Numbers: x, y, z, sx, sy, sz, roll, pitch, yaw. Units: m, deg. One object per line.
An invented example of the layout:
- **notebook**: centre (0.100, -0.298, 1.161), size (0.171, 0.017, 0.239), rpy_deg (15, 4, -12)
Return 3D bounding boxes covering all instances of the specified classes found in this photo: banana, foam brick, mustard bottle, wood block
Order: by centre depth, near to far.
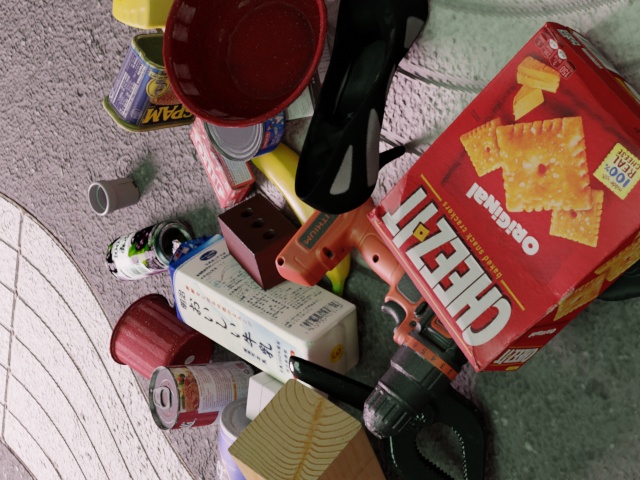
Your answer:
- **wood block**: centre (0.003, 0.233, 0.993), size (0.090, 0.090, 0.206), rpy_deg (28, 154, 34)
- **banana**: centre (-0.021, -0.037, 1.036), size (0.070, 0.037, 0.198), rpy_deg (-40, 75, 43)
- **foam brick**: centre (-0.057, 0.001, 1.050), size (0.078, 0.053, 0.051), rpy_deg (42, 154, 43)
- **mustard bottle**: centre (-0.175, -0.316, 1.078), size (0.096, 0.058, 0.192), rpy_deg (37, 127, 53)

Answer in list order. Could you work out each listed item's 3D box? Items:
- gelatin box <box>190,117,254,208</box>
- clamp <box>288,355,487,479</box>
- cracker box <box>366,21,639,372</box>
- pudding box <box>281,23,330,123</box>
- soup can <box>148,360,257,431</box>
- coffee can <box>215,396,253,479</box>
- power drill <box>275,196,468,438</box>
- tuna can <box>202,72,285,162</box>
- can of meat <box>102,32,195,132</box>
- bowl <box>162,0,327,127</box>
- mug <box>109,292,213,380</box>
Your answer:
- **gelatin box**: centre (-0.100, -0.084, 1.081), size (0.089, 0.030, 0.073), rpy_deg (66, 164, 7)
- **clamp**: centre (0.078, 0.154, 0.962), size (0.164, 0.036, 0.210), rpy_deg (-23, 93, 8)
- **cracker box**: centre (0.157, -0.029, 0.797), size (0.214, 0.071, 0.164), rpy_deg (-47, 60, 25)
- **pudding box**: centre (-0.039, -0.156, 1.015), size (0.114, 0.039, 0.090), rpy_deg (-3, 104, 47)
- **soup can**: centre (-0.124, 0.165, 1.143), size (0.069, 0.102, 0.068), rpy_deg (1, 91, 54)
- **coffee can**: centre (-0.058, 0.245, 1.099), size (0.103, 0.102, 0.140), rpy_deg (23, 116, 37)
- **power drill**: centre (0.052, 0.051, 0.918), size (0.188, 0.057, 0.184), rpy_deg (37, 84, 26)
- **tuna can**: centre (-0.073, -0.119, 1.009), size (0.086, 0.033, 0.086), rpy_deg (20, 121, 39)
- **can of meat**: centre (-0.159, -0.163, 1.084), size (0.057, 0.101, 0.084), rpy_deg (49, 129, 22)
- **bowl**: centre (-0.056, -0.173, 0.935), size (0.162, 0.055, 0.162), rpy_deg (-3, 83, 26)
- **mug**: centre (-0.173, 0.125, 1.206), size (0.082, 0.093, 0.117), rpy_deg (29, 153, 28)
